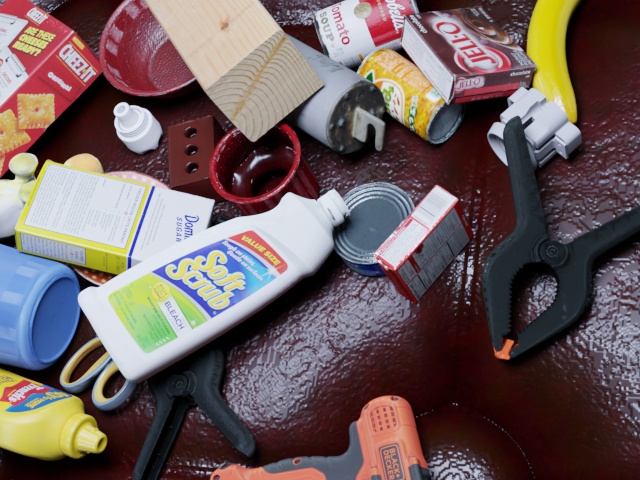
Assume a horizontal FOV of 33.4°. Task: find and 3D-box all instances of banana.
[{"bbox_3d":[0.235,-0.199,1.037,0.070,0.037,0.197,10,68,26],"label":"banana"}]

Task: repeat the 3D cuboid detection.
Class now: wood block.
[{"bbox_3d":[-0.094,-0.205,1.040,0.091,0.090,0.206,-38,50,6],"label":"wood block"}]

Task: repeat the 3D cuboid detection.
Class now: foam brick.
[{"bbox_3d":[-0.124,-0.081,1.101,0.053,0.051,0.078,-14,60,13],"label":"foam brick"}]

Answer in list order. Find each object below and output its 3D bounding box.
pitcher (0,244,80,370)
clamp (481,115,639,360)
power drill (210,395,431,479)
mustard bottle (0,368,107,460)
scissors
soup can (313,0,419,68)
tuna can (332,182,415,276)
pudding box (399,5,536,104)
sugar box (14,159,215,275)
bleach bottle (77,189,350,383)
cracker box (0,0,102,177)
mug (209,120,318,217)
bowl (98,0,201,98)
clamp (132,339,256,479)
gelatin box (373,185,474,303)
[{"bbox_3d":[-0.372,0.047,1.064,0.243,0.149,0.145,12,109,17],"label":"pitcher"},{"bbox_3d":[0.193,0.003,0.929,0.164,0.036,0.210,32,87,11],"label":"clamp"},{"bbox_3d":[0.007,0.236,0.889,0.188,0.057,0.184,-17,56,9],"label":"power drill"},{"bbox_3d":[-0.283,0.165,1.010,0.192,0.096,0.058,14,100,25],"label":"mustard bottle"},{"bbox_3d":[-0.168,0.090,1.046,0.201,0.016,0.096,-38,47,-3],"label":"scissors"},{"bbox_3d":[0.052,-0.221,1.100,0.102,0.068,0.068,-19,59,11],"label":"soup can"},{"bbox_3d":[0.052,-0.010,1.010,0.086,0.033,0.086,-9,62,16],"label":"tuna can"},{"bbox_3d":[0.140,-0.180,1.033,0.089,0.039,0.113,-10,43,-22],"label":"pudding box"},{"bbox_3d":[-0.200,-0.015,1.053,0.176,0.048,0.093,16,55,-3],"label":"sugar box"},{"bbox_3d":[-0.089,0.025,0.981,0.251,0.068,0.102,-33,84,-3],"label":"bleach bottle"},{"bbox_3d":[-0.368,-0.164,1.212,0.213,0.072,0.164,-47,46,-7],"label":"cracker box"},{"bbox_3d":[-0.050,-0.070,1.051,0.093,0.081,0.117,-7,62,17],"label":"mug"},{"bbox_3d":[-0.161,-0.215,1.182,0.162,0.055,0.162,-9,61,16],"label":"bowl"},{"bbox_3d":[-0.114,0.143,0.991,0.120,0.039,0.171,-9,61,14],"label":"clamp"},{"bbox_3d":[0.094,0.004,0.964,0.089,0.073,0.030,-48,57,-7],"label":"gelatin box"}]
